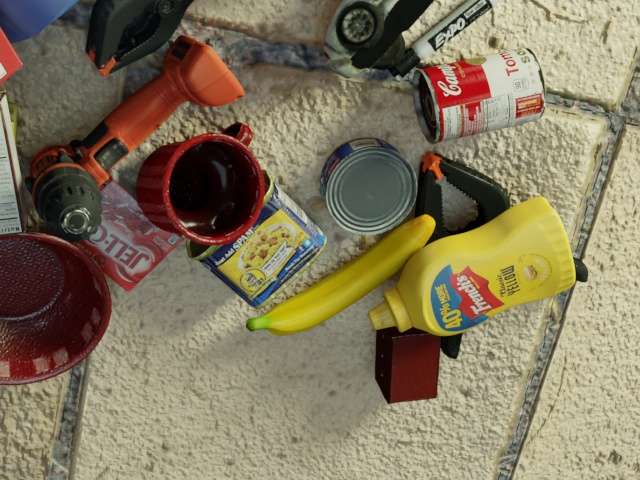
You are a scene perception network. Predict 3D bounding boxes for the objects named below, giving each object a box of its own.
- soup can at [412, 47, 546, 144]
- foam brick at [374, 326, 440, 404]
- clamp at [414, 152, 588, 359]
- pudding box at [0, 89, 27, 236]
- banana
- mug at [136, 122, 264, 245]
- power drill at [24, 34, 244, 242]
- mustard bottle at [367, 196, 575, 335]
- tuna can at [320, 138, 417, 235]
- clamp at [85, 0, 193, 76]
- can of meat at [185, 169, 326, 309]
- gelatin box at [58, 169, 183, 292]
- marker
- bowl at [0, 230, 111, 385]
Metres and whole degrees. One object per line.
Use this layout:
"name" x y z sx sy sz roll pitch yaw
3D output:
"soup can" 0.140 -0.129 0.948 0.102 0.068 0.068 -13 115 -7
"foam brick" 0.085 0.113 1.050 0.051 0.053 0.078 -4 113 -11
"clamp" 0.160 0.000 1.026 0.164 0.036 0.210 -25 116 0
"pudding box" -0.282 -0.055 0.831 0.090 0.039 0.113 -8 116 -10
"banana" 0.025 0.040 1.001 0.198 0.069 0.037 -32 82 2
"mug" -0.101 -0.054 0.914 0.093 0.082 0.117 39 74 -26
"power drill" -0.153 -0.082 0.853 0.187 0.185 0.057 -39 116 -5
"mustard bottle" 0.134 0.037 0.982 0.191 0.058 0.096 -23 127 0
"tuna can" 0.043 -0.050 0.980 0.086 0.034 0.086 -4 114 -10
"clamp" -0.132 -0.205 0.849 0.171 0.039 0.120 -43 147 7
"can of meat" -0.056 0.001 0.969 0.102 0.057 0.084 -42 117 8
"gelatin box" -0.179 -0.007 0.953 0.073 0.030 0.089 -43 114 8
"marker" 0.110 -0.185 0.944 0.121 0.020 0.020 -38 115 6
"bowl" -0.267 0.048 0.936 0.162 0.055 0.162 -9 124 -14
